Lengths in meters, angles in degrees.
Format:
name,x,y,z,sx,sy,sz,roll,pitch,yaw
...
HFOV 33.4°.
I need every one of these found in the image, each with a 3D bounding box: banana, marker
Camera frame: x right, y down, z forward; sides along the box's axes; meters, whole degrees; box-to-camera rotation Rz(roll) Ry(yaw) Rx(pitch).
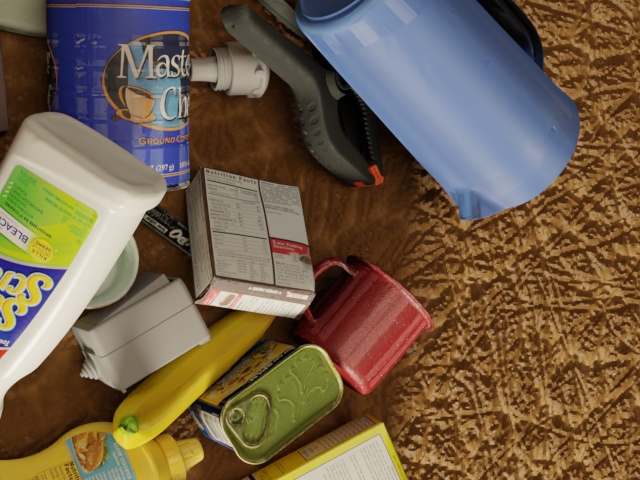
name,x,y,z,sx,sy,sz,roll,pitch,yaw
banana,-0.100,0.105,0.815,0.037,0.070,0.197,58,38,-9
marker,-0.106,0.000,0.848,0.121,0.020,0.020,38,74,-22

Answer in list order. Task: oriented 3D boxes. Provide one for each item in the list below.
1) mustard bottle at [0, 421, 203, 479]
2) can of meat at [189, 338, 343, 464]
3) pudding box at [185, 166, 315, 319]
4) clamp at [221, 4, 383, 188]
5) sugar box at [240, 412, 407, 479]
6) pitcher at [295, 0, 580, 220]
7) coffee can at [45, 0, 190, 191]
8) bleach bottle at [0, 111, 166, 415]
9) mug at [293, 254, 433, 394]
name,x,y,z,sx,sy,sz,roll,pitch,yaw
mustard bottle,-0.176,0.188,0.790,0.191,0.058,0.096,-18,74,-26
can of meat,-0.046,0.123,0.843,0.102,0.084,0.057,-35,106,-22
pudding box,-0.055,0.001,0.834,0.089,0.039,0.113,10,48,-26
clamp,0.006,-0.140,0.874,0.210,0.036,0.164,61,42,-31
sugar box,-0.014,0.222,0.866,0.176,0.048,0.093,-25,100,-10
pitcher,0.097,-0.145,0.856,0.145,0.149,0.242,-38,129,16
coffee can,-0.145,-0.110,0.768,0.102,0.103,0.140,-4,102,-27
bleach bottle,-0.206,0.043,0.724,0.102,0.068,0.251,33,107,6
mug,0.026,0.064,0.874,0.081,0.093,0.117,-49,121,-13
